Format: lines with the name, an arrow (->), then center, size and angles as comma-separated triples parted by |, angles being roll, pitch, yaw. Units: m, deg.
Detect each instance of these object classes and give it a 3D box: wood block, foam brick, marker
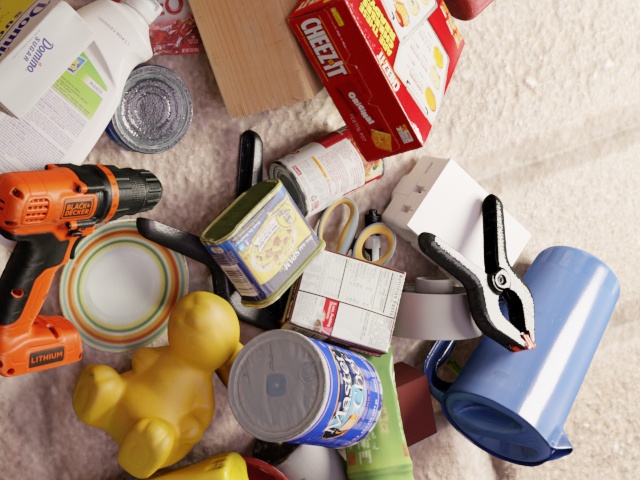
wood block -> -0.066, -0.231, 0.999 | 0.090, 0.091, 0.206 | -57, 133, -60
foam brick -> 0.092, 0.187, 1.209 | 0.051, 0.053, 0.078 | -20, 108, -25
marker -> 0.057, 0.026, 1.178 | 0.020, 0.020, 0.121 | -5, 102, -28

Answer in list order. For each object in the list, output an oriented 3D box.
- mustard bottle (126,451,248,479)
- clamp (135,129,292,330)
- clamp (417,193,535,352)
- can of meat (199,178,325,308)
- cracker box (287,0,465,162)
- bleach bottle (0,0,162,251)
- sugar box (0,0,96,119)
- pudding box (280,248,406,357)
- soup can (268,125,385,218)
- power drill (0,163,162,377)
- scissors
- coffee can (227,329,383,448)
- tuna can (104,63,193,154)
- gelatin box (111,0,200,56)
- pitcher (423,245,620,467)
mustard bottle -> -0.169, 0.255, 1.042 | 0.191, 0.096, 0.058 | -14, 83, 6
clamp -> -0.090, 0.016, 1.076 | 0.164, 0.036, 0.210 | -35, 117, -32
clamp -> 0.171, 0.043, 1.129 | 0.120, 0.039, 0.171 | -18, 85, -27
can of meat -> -0.057, 0.001, 1.041 | 0.102, 0.058, 0.084 | -47, 117, -28
cracker box -> 0.060, -0.203, 1.044 | 0.164, 0.072, 0.213 | 58, 34, -25
bleach bottle -> -0.227, -0.116, 0.947 | 0.102, 0.068, 0.251 | 42, 85, -22
sugar box -> -0.254, -0.155, 0.876 | 0.093, 0.176, 0.048 | -51, 119, -11
pudding box -> 0.024, 0.062, 1.103 | 0.113, 0.039, 0.090 | 17, 74, -10
soup can -> 0.007, -0.072, 1.102 | 0.102, 0.069, 0.068 | -29, 112, -21
power drill -> -0.227, 0.020, 0.940 | 0.184, 0.057, 0.188 | -7, 121, -54
scissors -> 0.023, 0.055, 1.135 | 0.096, 0.016, 0.202 | 11, 81, -8
coffee can -> -0.012, 0.147, 1.032 | 0.140, 0.103, 0.103 | 28, 85, -62
tuna can -> -0.165, -0.125, 1.015 | 0.086, 0.034, 0.086 | -6, 103, -28
gelatin box -> -0.160, -0.210, 1.004 | 0.089, 0.030, 0.073 | -9, 104, -28
pitcher -> 0.239, 0.121, 1.223 | 0.149, 0.145, 0.242 | 45, 61, -19
